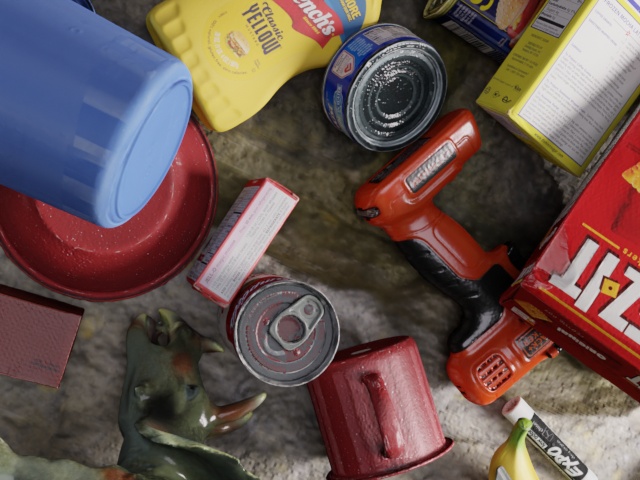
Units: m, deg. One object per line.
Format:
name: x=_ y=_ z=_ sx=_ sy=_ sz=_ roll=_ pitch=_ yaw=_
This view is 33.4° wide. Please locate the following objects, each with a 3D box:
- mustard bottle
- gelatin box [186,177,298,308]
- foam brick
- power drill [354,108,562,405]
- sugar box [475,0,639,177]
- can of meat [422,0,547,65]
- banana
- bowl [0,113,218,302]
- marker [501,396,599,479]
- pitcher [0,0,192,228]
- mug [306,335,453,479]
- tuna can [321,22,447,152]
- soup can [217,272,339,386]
mustard bottle: x=-0.017 y=-0.161 z=0.740 sx=0.191 sy=0.058 sz=0.096 roll=-32 pitch=102 yaw=-10
gelatin box: x=-0.055 y=0.001 z=0.728 sx=0.030 sy=0.073 sz=0.089 roll=34 pitch=85 yaw=-11
foam brick: x=-0.203 y=0.061 z=0.711 sx=0.078 sy=0.051 sz=0.053 roll=18 pitch=89 yaw=-12
power drill: x=0.130 y=-0.001 z=0.775 sx=0.184 sy=0.057 sz=0.187 roll=-40 pitch=98 yaw=-9
sugar box: x=0.195 y=-0.142 z=0.741 sx=0.093 sy=0.048 sz=0.176 roll=32 pitch=94 yaw=-37
can of meat: x=0.137 y=-0.183 z=0.773 sx=0.084 sy=0.057 sz=0.102 roll=31 pitch=86 yaw=-14
banana: x=0.185 y=0.213 z=0.793 sx=0.197 sy=0.070 sz=0.037 roll=44 pitch=42 yaw=-16
bowl: x=-0.146 y=-0.037 z=0.718 sx=0.162 sy=0.055 sz=0.162 roll=0 pitch=91 yaw=-12
marker: x=0.185 y=0.165 z=0.811 sx=0.121 sy=0.020 sz=0.020 roll=45 pitch=83 yaw=-9
pitcher: x=-0.199 y=-0.111 z=0.639 sx=0.243 sy=0.145 sz=0.149 roll=26 pitch=88 yaw=6
mug: x=0.038 y=0.115 z=0.732 sx=0.093 sy=0.117 sz=0.081 roll=-16 pitch=90 yaw=-2
tuna can: x=0.046 y=-0.106 z=0.745 sx=0.086 sy=0.034 sz=0.086 roll=-17 pitch=127 yaw=-24
soup can: x=-0.031 y=0.057 z=0.720 sx=0.068 sy=0.102 sz=0.068 roll=0 pitch=92 yaw=-12
